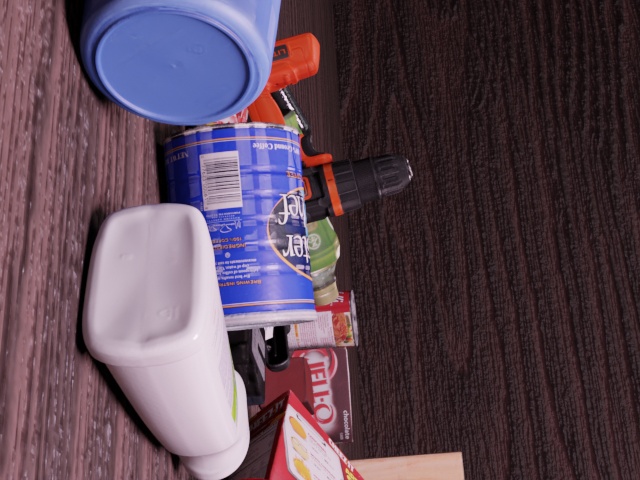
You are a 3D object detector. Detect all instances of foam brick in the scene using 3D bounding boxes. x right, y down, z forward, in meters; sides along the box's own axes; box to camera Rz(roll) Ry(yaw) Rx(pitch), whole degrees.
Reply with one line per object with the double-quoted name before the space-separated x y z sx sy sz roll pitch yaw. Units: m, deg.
"foam brick" -0.037 0.162 1.168 0.078 0.053 0.051 70 15 -70

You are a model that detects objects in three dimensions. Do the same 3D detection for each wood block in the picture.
"wood block" 0.048 0.275 1.124 0.091 0.206 0.090 65 20 -77

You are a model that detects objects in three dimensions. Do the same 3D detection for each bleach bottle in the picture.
"bleach bottle" -0.081 0.089 0.662 0.251 0.068 0.102 82 5 -53

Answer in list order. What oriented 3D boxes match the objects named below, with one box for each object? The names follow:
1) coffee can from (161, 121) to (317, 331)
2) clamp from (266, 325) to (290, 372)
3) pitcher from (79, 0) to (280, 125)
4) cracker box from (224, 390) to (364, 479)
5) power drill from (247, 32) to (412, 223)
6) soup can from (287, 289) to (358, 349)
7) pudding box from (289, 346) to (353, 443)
"coffee can" -0.060 -0.006 0.779 0.103 0.103 0.140 48 37 -82
"clamp" -0.057 0.049 1.154 0.210 0.036 0.164 -55 133 -88
"pitcher" -0.085 -0.198 0.654 0.145 0.149 0.243 103 -10 -54
"cracker box" -0.010 0.245 0.911 0.164 0.072 0.213 52 11 -9
"power drill" -0.017 -0.108 1.056 0.057 0.184 0.188 72 4 -70
"soup can" -0.008 0.098 1.290 0.068 0.102 0.068 -5 90 -85
"pudding box" -0.010 0.183 1.249 0.039 0.090 0.113 50 35 -82
